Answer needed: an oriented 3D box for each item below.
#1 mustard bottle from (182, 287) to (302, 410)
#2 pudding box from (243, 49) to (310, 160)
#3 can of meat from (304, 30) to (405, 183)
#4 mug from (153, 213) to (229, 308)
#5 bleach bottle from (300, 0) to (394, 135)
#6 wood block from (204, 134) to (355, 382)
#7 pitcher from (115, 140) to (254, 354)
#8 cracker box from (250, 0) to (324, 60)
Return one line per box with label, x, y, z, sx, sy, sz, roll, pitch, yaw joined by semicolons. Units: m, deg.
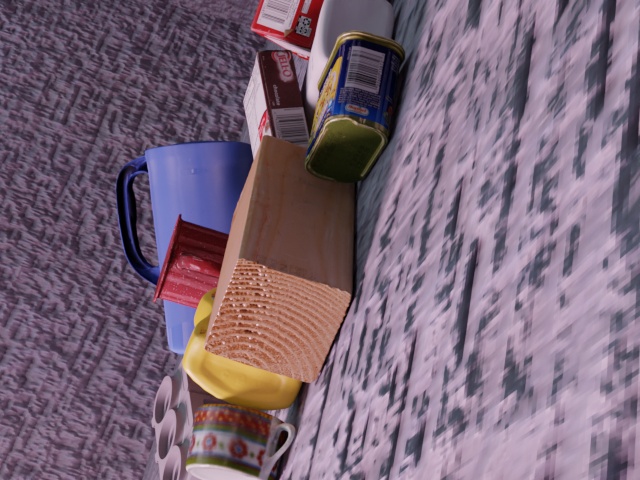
mustard bottle;-0.063;0.080;0.926;0.191;0.096;0.058;-96;26;-75
pudding box;-0.042;-0.110;1.011;0.090;0.039;0.113;116;148;-63
can of meat;0.026;-0.105;0.864;0.102;0.057;0.084;121;162;-62
mug;-0.115;0.028;1.068;0.117;0.081;0.093;154;132;-78
bleach bottle;0.003;-0.129;1.053;0.251;0.068;0.102;117;166;-59
wood block;-0.027;0.009;0.865;0.206;0.090;0.091;-85;15;-60
pitcher;-0.139;0.007;1.232;0.149;0.144;0.243;-3;91;53
cracker box;0.008;-0.274;1.117;0.213;0.072;0.164;-14;-56;-79
